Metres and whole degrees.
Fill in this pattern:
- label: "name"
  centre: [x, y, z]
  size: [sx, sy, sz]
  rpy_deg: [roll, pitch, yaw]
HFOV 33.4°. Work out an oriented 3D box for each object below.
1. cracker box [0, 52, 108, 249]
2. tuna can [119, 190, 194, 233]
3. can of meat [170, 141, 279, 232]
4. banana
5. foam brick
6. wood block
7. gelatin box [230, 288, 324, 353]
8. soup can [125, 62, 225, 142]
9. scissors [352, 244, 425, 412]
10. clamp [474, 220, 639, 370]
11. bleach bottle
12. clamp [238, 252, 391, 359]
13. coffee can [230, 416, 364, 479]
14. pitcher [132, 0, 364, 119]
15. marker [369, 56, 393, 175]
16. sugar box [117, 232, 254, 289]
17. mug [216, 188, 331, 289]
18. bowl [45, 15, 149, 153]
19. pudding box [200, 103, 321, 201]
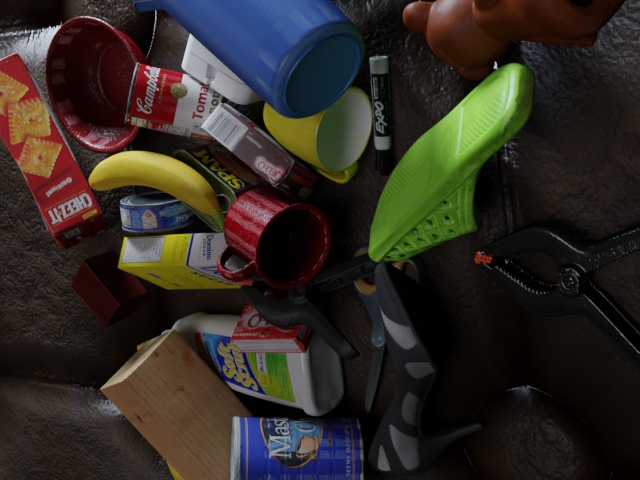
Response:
- label: "cracker box"
  centre: [-0.339, -0.102, 1.297]
  size: [0.214, 0.072, 0.164]
  rpy_deg: [63, 170, 2]
- label: "tuna can"
  centre: [-0.193, -0.035, 1.258]
  size: [0.086, 0.085, 0.034]
  rpy_deg: [6, 108, 35]
- label: "can of meat"
  centre: [-0.107, -0.064, 1.185]
  size: [0.102, 0.083, 0.057]
  rpy_deg: [40, 125, 19]
- label: "banana"
  centre: [-0.183, -0.064, 1.162]
  size: [0.198, 0.037, 0.070]
  rpy_deg: [19, 117, 30]
- label: "foam brick"
  centre: [-0.272, 0.062, 1.374]
  size: [0.078, 0.051, 0.053]
  rpy_deg: [48, 129, 13]
- label: "wood block"
  centre: [-0.150, 0.217, 1.267]
  size: [0.206, 0.090, 0.091]
  rpy_deg: [49, 148, -9]
- label: "gelatin box"
  centre: [-0.047, 0.087, 1.177]
  size: [0.089, 0.073, 0.030]
  rpy_deg: [-4, 138, 33]
- label: "soup can"
  centre: [-0.158, -0.151, 1.173]
  size: [0.102, 0.068, 0.069]
  rpy_deg: [12, 119, -8]
- label: "scissors"
  centre: [0.053, 0.089, 1.165]
  size: [0.096, 0.016, 0.202]
  rpy_deg: [38, 124, 22]
- label: "clamp"
  centre: [0.243, 0.044, 0.995]
  size: [0.210, 0.036, 0.164]
  rpy_deg: [7, 110, 37]
- label: "bleach bottle"
  centre: [-0.093, 0.139, 1.263]
  size: [0.251, 0.067, 0.102]
  rpy_deg: [3, 108, 38]
- label: "clamp"
  centre: [-0.006, 0.050, 1.130]
  size: [0.172, 0.120, 0.039]
  rpy_deg: [17, 155, 34]
- label: "coffee can"
  centre: [-0.028, 0.248, 1.185]
  size: [0.140, 0.103, 0.103]
  rpy_deg: [1, 113, -6]
- label: "pitcher"
  centre: [-0.061, -0.236, 1.036]
  size: [0.243, 0.144, 0.149]
  rpy_deg: [47, 133, 29]
- label: "marker"
  centre: [0.062, -0.125, 1.080]
  size: [0.020, 0.020, 0.121]
  rpy_deg: [8, 111, 34]
- label: "sugar box"
  centre: [-0.139, 0.026, 1.233]
  size: [0.177, 0.093, 0.048]
  rpy_deg: [0, 72, 38]
- label: "mug"
  centre: [-0.057, 0.001, 1.111]
  size: [0.082, 0.117, 0.093]
  rpy_deg: [30, 155, 50]
- label: "bowl"
  centre: [-0.251, -0.187, 1.265]
  size: [0.162, 0.055, 0.162]
  rpy_deg: [13, 114, 32]
- label: "pudding box"
  centre: [-0.062, -0.093, 1.136]
  size: [0.113, 0.090, 0.039]
  rpy_deg: [41, 95, 20]
